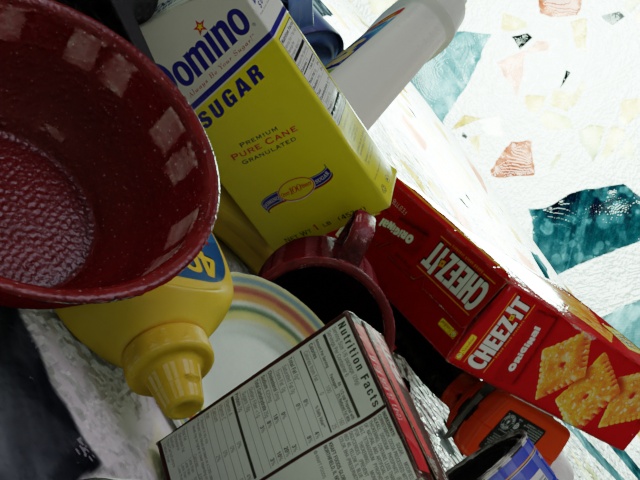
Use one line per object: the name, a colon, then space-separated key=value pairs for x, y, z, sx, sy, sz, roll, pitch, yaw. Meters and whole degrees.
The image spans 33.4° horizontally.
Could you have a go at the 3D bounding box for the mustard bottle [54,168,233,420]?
mustard bottle: x=-0.093 y=0.003 z=0.518 sx=0.096 sy=0.058 sz=0.192 roll=14 pitch=39 yaw=-42

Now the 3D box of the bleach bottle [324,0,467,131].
bleach bottle: x=0.033 y=-0.127 z=0.839 sx=0.068 sy=0.250 sz=0.103 roll=48 pitch=-26 yaw=-12

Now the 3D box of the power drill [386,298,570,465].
power drill: x=0.107 y=0.104 z=0.831 sx=0.184 sy=0.057 sz=0.188 roll=30 pitch=10 yaw=-41

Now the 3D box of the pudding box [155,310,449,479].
pudding box: x=-0.009 y=0.097 z=0.451 sx=0.039 sy=0.113 sz=0.090 roll=43 pitch=17 yaw=-46

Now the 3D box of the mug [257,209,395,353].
mug: x=0.002 y=0.034 z=0.652 sx=0.093 sy=0.117 sz=0.081 roll=23 pitch=14 yaw=-5

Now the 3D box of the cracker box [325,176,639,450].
cracker box: x=0.129 y=0.049 z=0.754 sx=0.213 sy=0.072 sz=0.164 roll=30 pitch=10 yaw=-39

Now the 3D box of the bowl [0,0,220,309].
bowl: x=-0.124 y=-0.029 z=0.436 sx=0.162 sy=0.055 sz=0.162 roll=21 pitch=44 yaw=-22

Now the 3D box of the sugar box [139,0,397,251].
sugar box: x=-0.037 y=-0.080 z=0.659 sx=0.176 sy=0.093 sz=0.048 roll=51 pitch=31 yaw=-27
